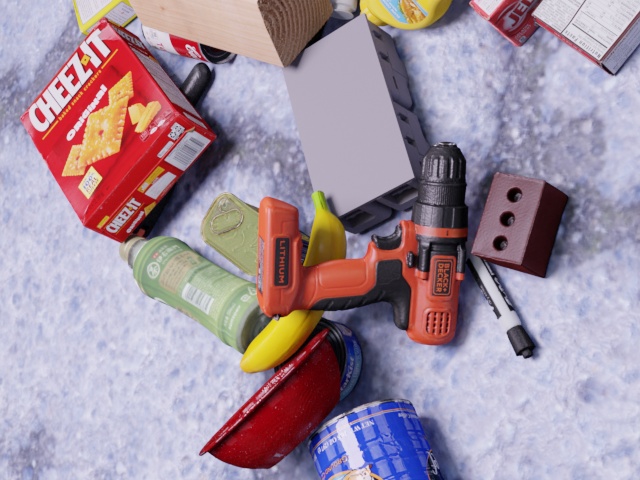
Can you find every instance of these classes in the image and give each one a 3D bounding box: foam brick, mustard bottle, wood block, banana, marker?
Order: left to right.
[{"bbox_3d":[-0.102,-0.259,1.101,0.206,0.090,0.090,22,63,33],"label":"wood block"},{"bbox_3d":[-0.020,0.055,1.013,0.198,0.037,0.070,-65,30,14],"label":"banana"},{"bbox_3d":[0.091,-0.257,1.025,0.096,0.058,0.192,53,148,-3],"label":"mustard bottle"},{"bbox_3d":[0.158,0.052,0.952,0.020,0.020,0.121,-38,59,22],"label":"marker"},{"bbox_3d":[0.175,-0.014,0.937,0.053,0.051,0.078,14,87,37],"label":"foam brick"}]

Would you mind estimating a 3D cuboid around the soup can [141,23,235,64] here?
[{"bbox_3d":[-0.148,-0.243,1.217,0.102,0.068,0.068,20,90,38],"label":"soup can"}]

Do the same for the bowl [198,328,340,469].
[{"bbox_3d":[-0.033,0.153,0.958,0.055,0.162,0.162,46,108,2],"label":"bowl"}]

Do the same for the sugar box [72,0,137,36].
[{"bbox_3d":[-0.230,-0.331,1.314,0.176,0.048,0.093,-30,62,22],"label":"sugar box"}]

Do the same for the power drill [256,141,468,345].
[{"bbox_3d":[0.039,0.002,0.945,0.057,0.187,0.184,-140,52,-78],"label":"power drill"}]

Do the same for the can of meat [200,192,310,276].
[{"bbox_3d":[-0.057,0.001,1.078,0.102,0.083,0.057,34,99,36],"label":"can of meat"}]

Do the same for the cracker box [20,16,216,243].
[{"bbox_3d":[-0.234,-0.128,1.200,0.164,0.072,0.214,-47,52,11],"label":"cracker box"}]

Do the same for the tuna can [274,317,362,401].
[{"bbox_3d":[-0.002,0.118,1.040,0.086,0.033,0.086,-10,72,33],"label":"tuna can"}]

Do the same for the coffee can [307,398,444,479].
[{"bbox_3d":[0.059,0.223,0.926,0.103,0.102,0.140,-35,60,23],"label":"coffee can"}]

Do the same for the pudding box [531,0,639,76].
[{"bbox_3d":[0.256,-0.216,0.940,0.114,0.039,0.090,-53,56,15],"label":"pudding box"}]

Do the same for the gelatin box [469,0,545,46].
[{"bbox_3d":[0.188,-0.227,0.969,0.089,0.073,0.030,-49,57,15],"label":"gelatin box"}]

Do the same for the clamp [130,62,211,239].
[{"bbox_3d":[-0.210,-0.104,1.245,0.165,0.036,0.210,3,78,36],"label":"clamp"}]
